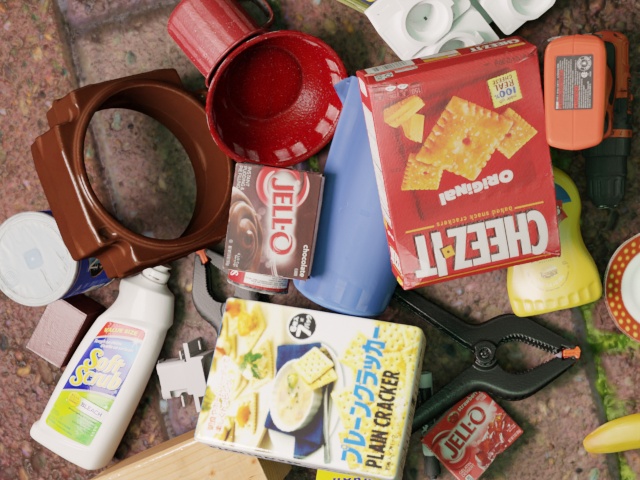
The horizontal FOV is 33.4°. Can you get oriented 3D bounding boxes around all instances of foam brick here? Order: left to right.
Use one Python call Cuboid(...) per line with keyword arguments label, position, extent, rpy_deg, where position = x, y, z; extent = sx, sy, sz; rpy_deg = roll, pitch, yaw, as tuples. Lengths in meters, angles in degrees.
Cuboid(label="foam brick", position=(-0.302, 0.103, 1.263), extent=(0.051, 0.053, 0.078), rpy_deg=(31, 100, 8))

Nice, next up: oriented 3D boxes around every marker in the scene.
Cuboid(label="marker", position=(0.121, 0.208, 1.194), extent=(0.020, 0.020, 0.121), rpy_deg=(-5, 94, 13))

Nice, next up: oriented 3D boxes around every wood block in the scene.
Cuboid(label="wood block", position=(-0.151, 0.271, 1.225), extent=(0.206, 0.090, 0.090), rpy_deg=(-25, 89, 14))

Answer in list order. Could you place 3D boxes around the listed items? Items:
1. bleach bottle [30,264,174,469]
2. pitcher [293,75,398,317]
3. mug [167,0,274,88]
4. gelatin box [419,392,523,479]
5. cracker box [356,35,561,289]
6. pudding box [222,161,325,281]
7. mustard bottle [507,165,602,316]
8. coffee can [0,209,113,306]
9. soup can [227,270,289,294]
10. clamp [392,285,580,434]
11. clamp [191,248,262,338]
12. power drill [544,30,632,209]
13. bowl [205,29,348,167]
Cuboid(label="bleach bottle", position=(-0.244, 0.135, 1.250), extent=(0.103, 0.068, 0.251), rpy_deg=(26, 97, 15))
Cuboid(label="pitcher", position=(0.067, -0.042, 1.131), extent=(0.144, 0.149, 0.243), rpy_deg=(13, 104, -27))
Cuboid(label="mug", position=(-0.105, -0.235, 1.179), extent=(0.117, 0.093, 0.081), rpy_deg=(-38, 80, -18))
Cuboid(label="gelatin box", position=(0.164, 0.213, 1.168), extent=(0.089, 0.030, 0.073), rpy_deg=(-44, 84, -6))
Cuboid(label="cracker box", position=(0.136, -0.073, 1.031), extent=(0.164, 0.072, 0.214), rpy_deg=(-12, 110, -1))
Cuboid(label="pudding box", position=(-0.047, -0.020, 1.097), extent=(0.090, 0.039, 0.113), rpy_deg=(8, 96, 8))
Cuboid(label="mustard bottle", position=(0.230, -0.021, 1.130), extent=(0.096, 0.058, 0.191), rpy_deg=(-14, 91, 16))
Cuboid(label="coffee can", position=(-0.293, 0.014, 1.209), extent=(0.103, 0.140, 0.103), rpy_deg=(1, 95, 12))
Cuboid(label="soup can", position=(-0.058, 0.001, 1.155), extent=(0.068, 0.068, 0.102), rpy_deg=(14, 97, 11))
Cuboid(label="clamp", position=(0.171, 0.117, 1.156), extent=(0.210, 0.036, 0.164), rpy_deg=(-9, 72, 4))
Cuboid(label="clamp", position=(-0.102, 0.090, 1.221), extent=(0.120, 0.039, 0.171), rpy_deg=(-38, 80, -3))
Cuboid(label="power drill", position=(0.267, -0.122, 1.049), extent=(0.057, 0.187, 0.184), rpy_deg=(-1, 91, 24))
Cuboid(label="bowl", position=(-0.052, -0.160, 1.159), extent=(0.162, 0.055, 0.162), rpy_deg=(-10, 124, -16))
